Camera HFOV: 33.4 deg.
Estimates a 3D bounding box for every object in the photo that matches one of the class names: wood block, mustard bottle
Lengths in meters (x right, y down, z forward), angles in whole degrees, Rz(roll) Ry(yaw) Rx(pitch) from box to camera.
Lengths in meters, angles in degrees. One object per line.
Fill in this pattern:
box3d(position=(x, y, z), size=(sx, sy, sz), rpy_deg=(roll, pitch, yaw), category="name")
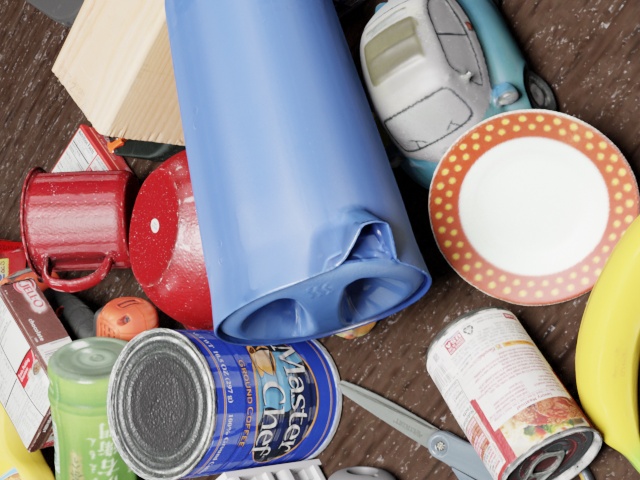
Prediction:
box3d(position=(-0.105, -0.181, 0.793), size=(0.090, 0.090, 0.206), rpy_deg=(50, 119, 31), category="wood block")
box3d(position=(-0.260, 0.213, 0.885), size=(0.096, 0.058, 0.192), rpy_deg=(-43, 56, 20), category="mustard bottle")

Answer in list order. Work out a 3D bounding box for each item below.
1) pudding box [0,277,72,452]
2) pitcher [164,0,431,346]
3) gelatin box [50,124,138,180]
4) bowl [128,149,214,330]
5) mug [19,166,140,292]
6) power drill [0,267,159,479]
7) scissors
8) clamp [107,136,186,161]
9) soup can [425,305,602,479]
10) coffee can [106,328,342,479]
box3d(position=(-0.236, 0.101, 0.868), size=(0.113, 0.039, 0.090), rpy_deg=(54, 133, 22), category="pudding box")
box3d(position=(-0.029, -0.058, 0.682), size=(0.149, 0.144, 0.243), rpy_deg=(-21, 69, 17), category="pitcher")
box3d(position=(-0.209, -0.047, 0.957), size=(0.089, 0.030, 0.073), rpy_deg=(-51, 57, 21), category="gelatin box")
box3d(position=(-0.105, -0.006, 0.826), size=(0.162, 0.055, 0.162), rpy_deg=(-18, 68, 55), category="bowl")
box3d(position=(-0.193, -0.007, 0.874), size=(0.081, 0.093, 0.117), rpy_deg=(-2, 48, 5), category="mug")
box3d(position=(-0.201, 0.112, 0.907), size=(0.188, 0.057, 0.184), rpy_deg=(23, 116, 39), category="power drill")
box3d(position=(0.087, 0.159, 0.719), size=(0.202, 0.016, 0.096), rpy_deg=(7, 88, 38), category="scissors")
box3d(position=(-0.111, -0.112, 0.884), size=(0.172, 0.039, 0.120), rpy_deg=(-45, 57, 31), category="clamp")
box3d(position=(0.117, 0.099, 0.660), size=(0.069, 0.068, 0.102), rpy_deg=(-50, 48, 23), category="soup can")
box3d(position=(-0.066, 0.114, 0.762), size=(0.103, 0.140, 0.103), rpy_deg=(-4, 83, 37), category="coffee can")
